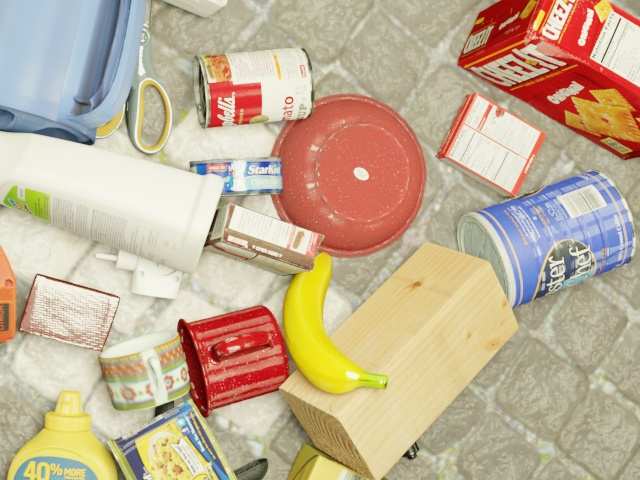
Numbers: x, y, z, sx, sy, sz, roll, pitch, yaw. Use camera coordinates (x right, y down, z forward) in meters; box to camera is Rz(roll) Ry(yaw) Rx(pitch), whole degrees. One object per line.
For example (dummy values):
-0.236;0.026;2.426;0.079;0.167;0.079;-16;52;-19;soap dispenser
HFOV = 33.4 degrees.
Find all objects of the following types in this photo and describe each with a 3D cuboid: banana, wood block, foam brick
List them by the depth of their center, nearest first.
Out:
0.000;0.077;0.959;0.069;0.198;0.037;-4;126;-15;banana
-0.225;0.064;0.959;0.078;0.053;0.051;16;86;-12;foam brick
0.075;0.107;0.982;0.205;0.091;0.090;-43;125;-21;wood block

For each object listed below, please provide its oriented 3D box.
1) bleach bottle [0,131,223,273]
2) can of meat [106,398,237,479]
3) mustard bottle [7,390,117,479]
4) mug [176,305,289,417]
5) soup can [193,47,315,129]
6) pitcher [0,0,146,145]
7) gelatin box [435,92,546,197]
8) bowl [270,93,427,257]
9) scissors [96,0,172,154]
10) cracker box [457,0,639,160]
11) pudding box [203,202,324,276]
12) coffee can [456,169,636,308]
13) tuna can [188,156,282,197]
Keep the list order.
-0.214;-0.048;0.902;0.250;0.103;0.068;18;60;-6;bleach bottle
-0.129;0.202;0.947;0.083;0.057;0.102;-28;88;-15;can of meat
-0.231;0.230;0.953;0.096;0.058;0.191;4;88;4;mustard bottle
-0.076;0.103;0.967;0.081;0.117;0.093;-14;73;-18;mug
-0.063;-0.142;0.991;0.102;0.069;0.068;-7;92;-14;soup can
-0.223;-0.208;0.917;0.149;0.145;0.243;15;84;-13;pitcher
0.170;-0.095;1.069;0.089;0.030;0.073;28;85;-12;gelatin box
0.034;-0.064;1.022;0.162;0.055;0.162;0;90;-13;bowl
-0.185;-0.178;0.988;0.096;0.016;0.202;-8;92;-14;scissors
0.260;-0.158;1.022;0.213;0.164;0.072;26;82;-13;cracker box
-0.056;0.001;0.970;0.090;0.114;0.039;18;83;-14;pudding box
0.219;0.000;1.043;0.140;0.103;0.103;-20;95;-14;coffee can
-0.077;-0.057;0.979;0.086;0.086;0.034;-3;92;-14;tuna can
